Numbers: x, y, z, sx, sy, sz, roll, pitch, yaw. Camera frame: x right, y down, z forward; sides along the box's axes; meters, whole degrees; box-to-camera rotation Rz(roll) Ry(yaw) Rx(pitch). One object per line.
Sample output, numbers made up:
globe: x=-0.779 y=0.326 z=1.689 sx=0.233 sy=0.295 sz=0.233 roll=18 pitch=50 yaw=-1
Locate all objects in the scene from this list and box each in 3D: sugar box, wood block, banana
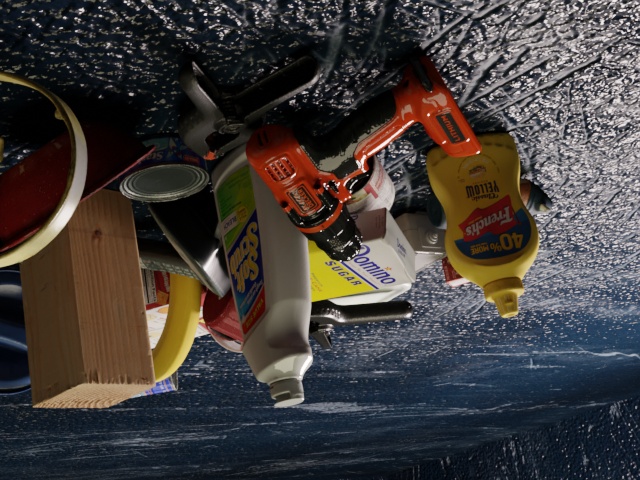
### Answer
sugar box: x=0.002 y=0.022 z=1.117 sx=0.176 sy=0.048 sz=0.093 roll=-10 pitch=145 yaw=22
wood block: x=-0.237 y=0.057 z=1.069 sx=0.090 sy=0.206 sz=0.090 roll=-27 pitch=155 yaw=38
banana: x=-0.174 y=0.091 z=1.242 sx=0.069 sy=0.198 sz=0.037 roll=24 pitch=-168 yaw=9

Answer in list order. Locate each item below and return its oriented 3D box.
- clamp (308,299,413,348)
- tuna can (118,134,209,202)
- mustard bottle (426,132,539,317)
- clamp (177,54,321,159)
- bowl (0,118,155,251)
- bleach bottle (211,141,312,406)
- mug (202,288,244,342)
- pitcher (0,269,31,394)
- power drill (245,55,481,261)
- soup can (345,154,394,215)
clamp: x=0.009 y=0.100 z=1.390 sx=0.165 sy=0.036 sz=0.209 roll=-23 pitch=157 yaw=32
tuna can: x=-0.151 y=-0.069 z=1.022 sx=0.086 sy=0.034 sz=0.086 roll=-9 pitch=161 yaw=-3
mustard bottle: x=0.174 y=-0.013 z=1.108 sx=0.096 sy=0.191 sz=0.058 roll=-11 pitch=161 yaw=1
clamp: x=-0.087 y=-0.114 z=0.920 sx=0.120 sy=0.039 sz=0.172 roll=2 pitch=157 yaw=-29
bowl: x=-0.223 y=-0.058 z=0.918 sx=0.162 sy=0.055 sz=0.162 roll=-32 pitch=-168 yaw=7
bleach bottle: x=-0.046 y=0.033 z=1.033 sx=0.067 sy=0.251 sz=0.103 roll=4 pitch=156 yaw=-36
mug: x=-0.090 y=0.081 z=1.239 sx=0.081 sy=0.093 sz=0.117 roll=28 pitch=137 yaw=-26
pitcher: x=-0.383 y=0.105 z=1.232 sx=0.144 sy=0.149 sz=0.243 roll=-1 pitch=172 yaw=-23
power drill: x=0.048 y=-0.070 z=0.974 sx=0.188 sy=0.057 sz=0.184 roll=-30 pitch=137 yaw=9
soup can: x=0.034 y=-0.060 z=1.091 sx=0.068 sy=0.068 sz=0.102 roll=-15 pitch=161 yaw=12
